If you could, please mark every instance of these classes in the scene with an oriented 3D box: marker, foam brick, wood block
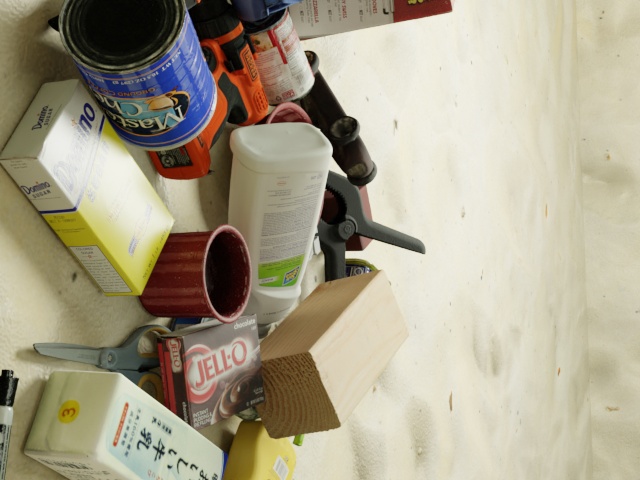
[{"bbox_3d":[-0.246,0.158,0.811,0.020,0.020,0.121,30,61,-61],"label":"marker"},{"bbox_3d":[0.034,-0.030,1.396,0.051,0.053,0.078,-46,130,-57],"label":"foam brick"},{"bbox_3d":[0.009,0.119,1.152,0.205,0.091,0.090,-43,113,-57],"label":"wood block"}]

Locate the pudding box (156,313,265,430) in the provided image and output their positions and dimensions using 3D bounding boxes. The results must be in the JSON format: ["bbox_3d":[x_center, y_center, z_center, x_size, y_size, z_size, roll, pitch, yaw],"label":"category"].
[{"bbox_3d":[-0.103,0.124,1.020,0.113,0.039,0.090,-14,101,-56],"label":"pudding box"}]

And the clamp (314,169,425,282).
[{"bbox_3d":[0.036,-0.017,1.335,0.164,0.036,0.210,-34,107,-21],"label":"clamp"}]

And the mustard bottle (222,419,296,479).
[{"bbox_3d":[-0.081,0.290,1.112,0.096,0.058,0.191,66,32,-43],"label":"mustard bottle"}]

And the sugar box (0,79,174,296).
[{"bbox_3d":[-0.193,-0.042,0.911,0.176,0.048,0.093,63,34,-44],"label":"sugar box"}]

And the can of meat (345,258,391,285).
[{"bbox_3d":[0.049,0.081,1.414,0.102,0.058,0.084,44,51,-55],"label":"can of meat"}]

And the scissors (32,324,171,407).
[{"bbox_3d":[-0.186,0.123,0.950,0.201,0.016,0.096,-11,98,-65],"label":"scissors"}]

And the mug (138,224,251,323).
[{"bbox_3d":[-0.117,0.032,1.026,0.117,0.082,0.093,-11,98,-65],"label":"mug"}]

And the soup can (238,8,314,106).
[{"bbox_3d":[-0.053,-0.211,1.202,0.068,0.069,0.102,-69,147,-40],"label":"soup can"}]

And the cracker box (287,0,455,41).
[{"bbox_3d":[0.035,-0.328,1.228,0.072,0.214,0.164,-69,148,-62],"label":"cracker box"}]

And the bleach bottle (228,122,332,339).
[{"bbox_3d":[-0.057,0.001,1.112,0.102,0.068,0.251,-9,130,-28],"label":"bleach bottle"}]

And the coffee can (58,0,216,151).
[{"bbox_3d":[-0.150,-0.151,0.900,0.140,0.103,0.103,76,20,-69],"label":"coffee can"}]

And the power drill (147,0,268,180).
[{"bbox_3d":[-0.122,-0.163,1.063,0.184,0.057,0.187,67,33,-31],"label":"power drill"}]
